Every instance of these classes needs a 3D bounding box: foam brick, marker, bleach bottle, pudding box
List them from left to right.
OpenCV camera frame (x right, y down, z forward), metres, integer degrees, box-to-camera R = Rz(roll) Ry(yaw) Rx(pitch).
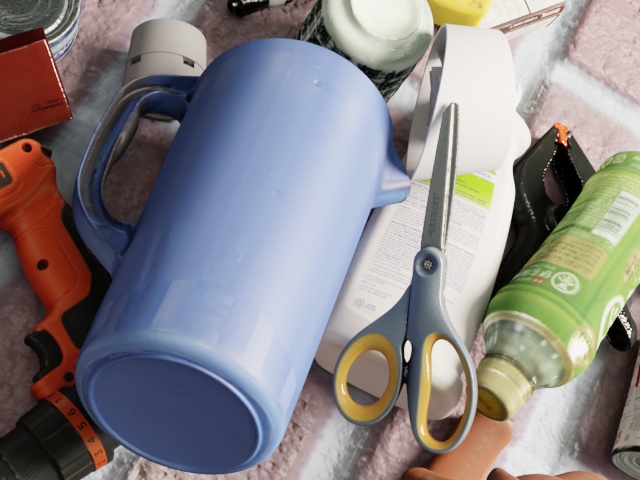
[{"bbox_3d":[-0.196,-0.090,0.646,0.078,0.051,0.053,-19,113,-11],"label":"foam brick"},{"bbox_3d":[-0.013,-0.186,0.779,0.121,0.020,0.020,-22,80,-24],"label":"marker"},{"bbox_3d":[0.089,-0.011,0.726,0.102,0.068,0.250,25,63,7],"label":"bleach bottle"},{"bbox_3d":[0.124,-0.208,0.824,0.089,0.039,0.113,-23,78,-22],"label":"pudding box"}]

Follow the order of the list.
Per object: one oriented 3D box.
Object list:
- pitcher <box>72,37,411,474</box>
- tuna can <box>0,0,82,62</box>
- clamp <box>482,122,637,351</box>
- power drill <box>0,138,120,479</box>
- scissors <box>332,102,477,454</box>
[{"bbox_3d":[-0.054,0.001,0.598,0.145,0.149,0.242,59,32,-33],"label":"pitcher"},{"bbox_3d":[-0.199,-0.154,0.694,0.086,0.034,0.086,6,70,-17],"label":"tuna can"},{"bbox_3d":[0.179,-0.001,0.771,0.120,0.039,0.171,22,66,-17],"label":"clamp"},{"bbox_3d":[-0.172,0.049,0.622,0.184,0.057,0.187,-35,89,-30],"label":"power drill"},{"bbox_3d":[0.047,0.025,0.629,0.096,0.016,0.202,-9,81,22],"label":"scissors"}]
